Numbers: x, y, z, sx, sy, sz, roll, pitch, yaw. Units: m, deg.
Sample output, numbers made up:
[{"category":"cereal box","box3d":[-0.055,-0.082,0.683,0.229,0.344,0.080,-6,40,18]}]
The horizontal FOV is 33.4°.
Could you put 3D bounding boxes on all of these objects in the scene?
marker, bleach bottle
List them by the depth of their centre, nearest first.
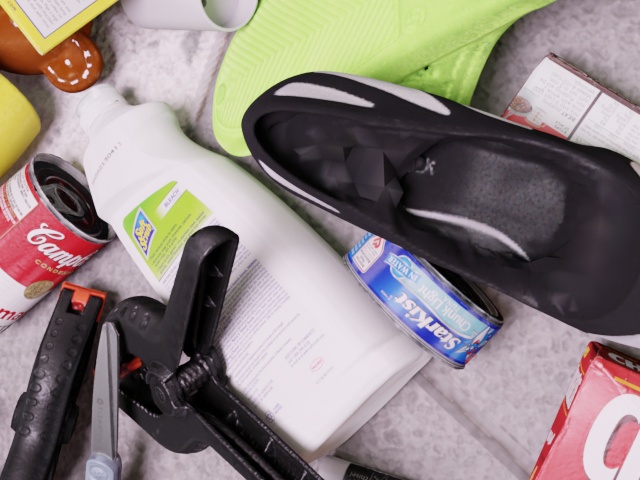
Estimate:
[{"category":"marker","box3d":[0.056,0.144,0.584,0.121,0.020,0.020,14,92,20]},{"category":"bleach bottle","box3d":[-0.054,0.001,0.606,0.251,0.068,0.103,50,114,17]}]

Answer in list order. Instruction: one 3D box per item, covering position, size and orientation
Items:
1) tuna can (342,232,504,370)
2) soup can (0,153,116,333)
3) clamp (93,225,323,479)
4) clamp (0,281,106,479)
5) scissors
[{"category":"tuna can","box3d":[0.054,0.025,0.555,0.086,0.086,0.034,45,100,16]},{"category":"soup can","box3d":[-0.185,0.004,0.653,0.102,0.068,0.068,-39,76,15]},{"category":"clamp","box3d":[-0.072,0.064,0.564,0.210,0.036,0.164,6,118,53]},{"category":"clamp","box3d":[-0.163,0.111,0.621,0.039,0.120,0.171,13,91,-12]},{"category":"scissors","box3d":[-0.110,0.145,0.612,0.096,0.016,0.202,29,120,7]}]
